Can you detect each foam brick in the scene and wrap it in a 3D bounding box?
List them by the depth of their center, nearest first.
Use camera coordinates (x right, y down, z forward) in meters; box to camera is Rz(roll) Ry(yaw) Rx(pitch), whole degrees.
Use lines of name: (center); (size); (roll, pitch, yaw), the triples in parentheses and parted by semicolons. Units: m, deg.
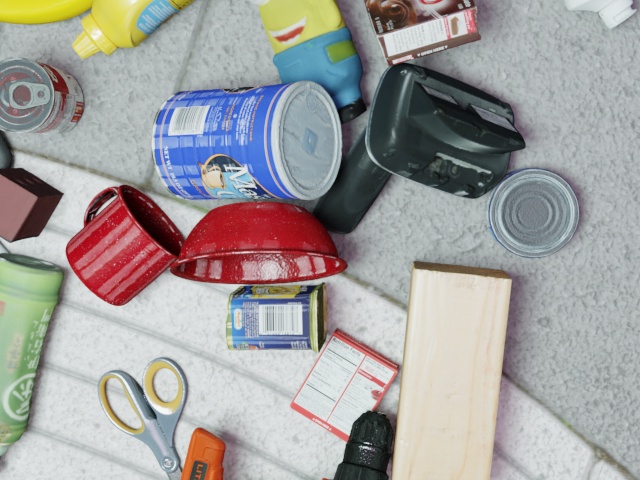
foam brick: (-0.290, -0.035, 1.016); (0.053, 0.078, 0.051); (32, 97, 1)

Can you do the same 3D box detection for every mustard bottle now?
mustard bottle: (-0.150, -0.232, 0.983); (0.192, 0.096, 0.058); (-37, 91, 6)

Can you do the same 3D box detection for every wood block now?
wood block: (0.119, 0.128, 0.994); (0.090, 0.091, 0.206); (6, 95, 4)

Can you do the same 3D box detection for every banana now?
banana: (-0.276, -0.239, 1.014); (0.198, 0.037, 0.069); (-7, 108, 14)

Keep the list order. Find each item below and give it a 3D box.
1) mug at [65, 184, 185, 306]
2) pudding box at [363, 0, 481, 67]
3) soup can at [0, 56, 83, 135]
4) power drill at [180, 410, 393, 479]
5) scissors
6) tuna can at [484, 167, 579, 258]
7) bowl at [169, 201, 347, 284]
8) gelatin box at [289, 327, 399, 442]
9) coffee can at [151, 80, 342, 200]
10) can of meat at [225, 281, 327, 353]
mug: (-0.191, -0.001, 1.013); (0.081, 0.093, 0.117); (-41, 60, 10)
pudding box: (0.088, -0.209, 0.964); (0.090, 0.113, 0.039); (-17, 131, 5)
soup can: (-0.266, -0.132, 0.995); (0.068, 0.102, 0.068); (0, 94, 4)
power drill: (-0.034, 0.229, 0.977); (0.187, 0.057, 0.184); (14, 72, 3)
scissors: (-0.139, 0.201, 1.054); (0.096, 0.016, 0.202); (-39, 91, 5)
tuna can: (0.199, -0.026, 1.006); (0.086, 0.033, 0.086); (0, 94, 4)
bowl: (-0.056, 0.001, 0.970); (0.162, 0.162, 0.055); (-2, 79, 4)
gelatin box: (0.023, 0.141, 1.032); (0.073, 0.030, 0.089); (31, 96, 2)
coffee can: (-0.066, -0.087, 0.957); (0.141, 0.102, 0.103); (1, 95, 33)
can of meat: (-0.039, 0.071, 0.996); (0.084, 0.102, 0.057); (-1, 95, 6)
